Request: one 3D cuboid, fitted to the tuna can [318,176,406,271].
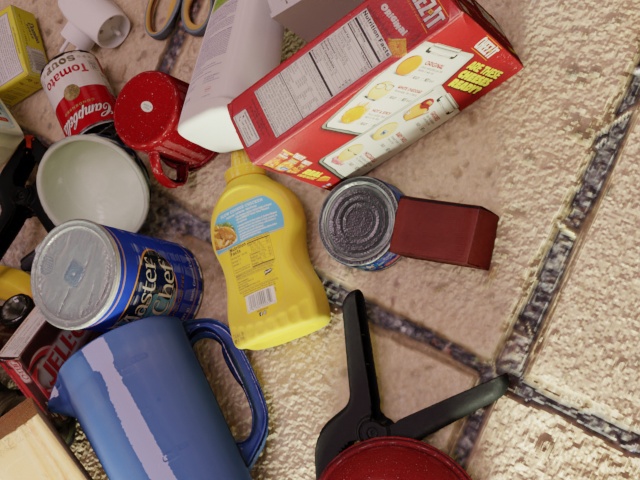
[{"bbox_3d":[0.041,-0.015,0.980,0.086,0.033,0.086,-5,79,28],"label":"tuna can"}]

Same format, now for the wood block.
[{"bbox_3d":[-0.241,0.258,0.983,0.090,0.091,0.206,-36,103,-15],"label":"wood block"}]

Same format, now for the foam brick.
[{"bbox_3d":[0.109,-0.006,0.932,0.078,0.052,0.051,9,86,30],"label":"foam brick"}]

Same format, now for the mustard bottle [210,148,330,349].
[{"bbox_3d":[-0.056,0.001,1.016,0.096,0.058,0.191,-23,72,27],"label":"mustard bottle"}]

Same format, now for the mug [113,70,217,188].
[{"bbox_3d":[-0.153,-0.111,1.073,0.093,0.081,0.117,-5,79,28],"label":"mug"}]

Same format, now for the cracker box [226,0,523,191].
[{"bbox_3d":[0.048,-0.135,0.922,0.214,0.164,0.072,-34,70,20],"label":"cracker box"}]

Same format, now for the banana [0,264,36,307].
[{"bbox_3d":[-0.371,0.049,1.174,0.198,0.069,0.037,6,111,19],"label":"banana"}]

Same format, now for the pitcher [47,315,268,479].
[{"bbox_3d":[-0.129,0.195,0.993,0.149,0.144,0.243,-42,68,29],"label":"pitcher"}]

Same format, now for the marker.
[{"bbox_3d":[-0.283,-0.004,1.161,0.121,0.020,0.020,-38,66,17],"label":"marker"}]

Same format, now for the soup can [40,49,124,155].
[{"bbox_3d":[-0.251,-0.144,1.140,0.069,0.068,0.102,-36,66,18],"label":"soup can"}]

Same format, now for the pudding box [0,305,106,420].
[{"bbox_3d":[-0.259,0.108,1.063,0.039,0.090,0.113,-2,41,29],"label":"pudding box"}]

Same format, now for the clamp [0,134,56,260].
[{"bbox_3d":[-0.305,-0.037,1.150,0.120,0.039,0.171,-1,65,12],"label":"clamp"}]

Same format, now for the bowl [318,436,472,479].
[{"bbox_3d":[0.059,0.249,0.892,0.162,0.055,0.162,1,93,18],"label":"bowl"}]

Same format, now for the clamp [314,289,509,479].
[{"bbox_3d":[0.062,0.167,0.936,0.165,0.036,0.210,22,95,25],"label":"clamp"}]

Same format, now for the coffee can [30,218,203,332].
[{"bbox_3d":[-0.195,0.040,1.036,0.103,0.140,0.103,-5,79,27],"label":"coffee can"}]

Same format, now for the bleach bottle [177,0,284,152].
[{"bbox_3d":[-0.069,-0.215,1.034,0.103,0.068,0.251,-13,60,51],"label":"bleach bottle"}]

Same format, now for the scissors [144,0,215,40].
[{"bbox_3d":[-0.125,-0.301,1.128,0.096,0.016,0.202,27,95,27],"label":"scissors"}]

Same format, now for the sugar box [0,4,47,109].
[{"bbox_3d":[-0.398,-0.188,1.239,0.176,0.048,0.093,-26,72,26],"label":"sugar box"}]
